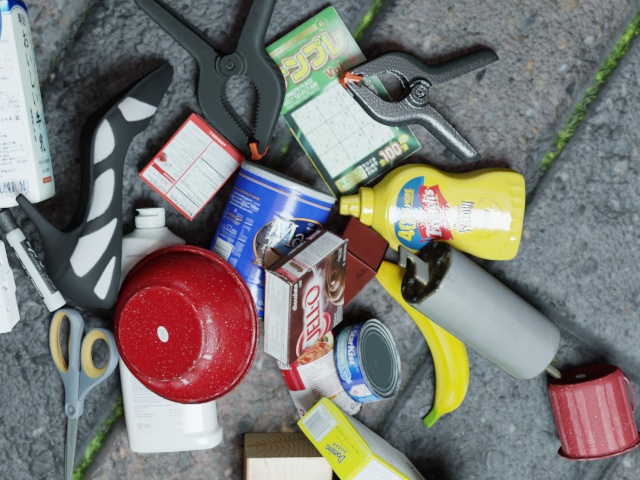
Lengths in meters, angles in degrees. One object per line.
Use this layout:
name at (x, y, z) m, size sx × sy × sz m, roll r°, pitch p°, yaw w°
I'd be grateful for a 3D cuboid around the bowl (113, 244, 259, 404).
bowl at (-0.143, 0.086, 1.038) m, size 0.162 × 0.055 × 0.162 m, roll 2°, pitch 96°, yaw 20°

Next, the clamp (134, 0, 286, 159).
clamp at (-0.081, -0.189, 1.087) m, size 0.165 × 0.036 × 0.210 m, roll -19°, pitch 101°, yaw 16°

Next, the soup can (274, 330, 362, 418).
soup can at (-0.004, 0.144, 1.132) m, size 0.068 × 0.068 × 0.102 m, roll -23°, pitch 99°, yaw -2°

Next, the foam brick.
foam brick at (0.026, 0.025, 1.111) m, size 0.053 × 0.051 × 0.078 m, roll 36°, pitch 130°, yaw -8°

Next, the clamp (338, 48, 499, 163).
clamp at (0.107, -0.162, 1.114) m, size 0.171 × 0.039 × 0.120 m, roll 19°, pitch 84°, yaw -16°

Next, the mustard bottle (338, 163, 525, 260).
mustard bottle at (0.115, -0.032, 1.126) m, size 0.191 × 0.058 × 0.096 m, roll 3°, pitch 104°, yaw -5°

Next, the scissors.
scissors at (-0.245, 0.170, 1.120) m, size 0.096 × 0.016 × 0.202 m, roll -2°, pitch 98°, yaw 31°

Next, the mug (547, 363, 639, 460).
mug at (0.303, 0.180, 1.161) m, size 0.117 × 0.093 × 0.081 m, roll -17°, pitch 94°, yaw -34°

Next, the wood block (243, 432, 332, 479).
wood block at (-0.039, 0.318, 1.140) m, size 0.090 × 0.090 × 0.206 m, roll 1°, pitch 96°, yaw -6°

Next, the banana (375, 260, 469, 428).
banana at (0.117, 0.106, 1.154) m, size 0.069 × 0.037 × 0.198 m, roll -20°, pitch 98°, yaw -5°

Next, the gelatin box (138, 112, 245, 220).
gelatin box at (-0.134, -0.077, 1.112) m, size 0.073 × 0.030 × 0.089 m, roll 41°, pitch 95°, yaw -9°

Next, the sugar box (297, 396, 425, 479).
sugar box at (0.056, 0.232, 1.093) m, size 0.048 × 0.093 × 0.176 m, roll -43°, pitch 136°, yaw 0°

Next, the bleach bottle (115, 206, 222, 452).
bleach bottle at (-0.161, 0.090, 1.114) m, size 0.102 × 0.068 × 0.251 m, roll -3°, pitch 95°, yaw -1°

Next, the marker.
marker at (-0.305, 0.018, 1.113) m, size 0.020 × 0.020 × 0.121 m, roll -29°, pitch 99°, yaw -1°

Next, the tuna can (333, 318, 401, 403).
tuna can at (0.050, 0.128, 1.125) m, size 0.034 × 0.086 × 0.086 m, roll -16°, pitch 100°, yaw 30°

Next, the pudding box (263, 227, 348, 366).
pudding box at (-0.015, 0.055, 1.052) m, size 0.039 × 0.089 × 0.113 m, roll 25°, pitch 134°, yaw 28°

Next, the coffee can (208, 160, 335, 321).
coffee can at (-0.057, 0.001, 1.092) m, size 0.102 × 0.103 × 0.140 m, roll 21°, pitch 95°, yaw -8°
